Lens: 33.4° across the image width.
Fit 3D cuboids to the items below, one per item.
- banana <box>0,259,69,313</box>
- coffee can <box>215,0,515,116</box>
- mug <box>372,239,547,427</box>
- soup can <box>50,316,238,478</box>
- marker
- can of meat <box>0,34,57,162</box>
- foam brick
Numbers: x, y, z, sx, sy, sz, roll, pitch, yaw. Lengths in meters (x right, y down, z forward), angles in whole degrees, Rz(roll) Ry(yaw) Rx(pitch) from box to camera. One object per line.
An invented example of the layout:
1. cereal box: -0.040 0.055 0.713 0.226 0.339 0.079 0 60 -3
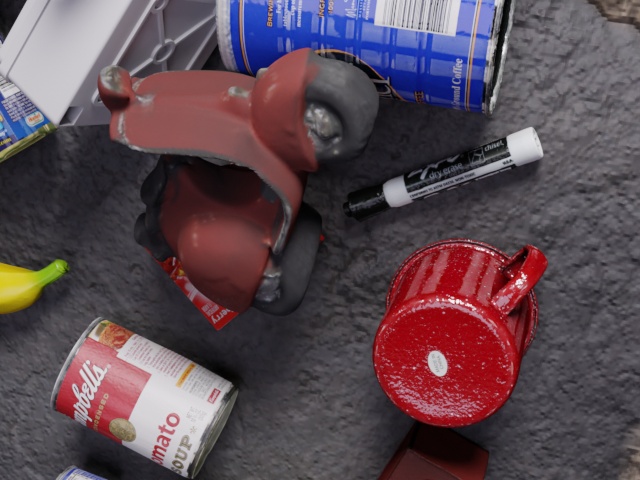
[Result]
1. banana: -0.262 -0.001 0.715 0.198 0.037 0.070 28 101 4
2. coffee can: 0.028 -0.126 0.556 0.140 0.102 0.103 10 110 11
3. mug: 0.084 0.048 0.611 0.093 0.081 0.117 46 113 -3
4. soup can: -0.113 0.102 0.691 0.102 0.068 0.069 26 113 5
5. marker: 0.069 -0.037 0.621 0.121 0.020 0.020 -19 102 20
6. can of meat: -0.227 -0.082 0.666 0.102 0.057 0.084 -26 102 22
7. foam brick: 0.063 0.160 0.671 0.053 0.051 0.078 29 113 4
